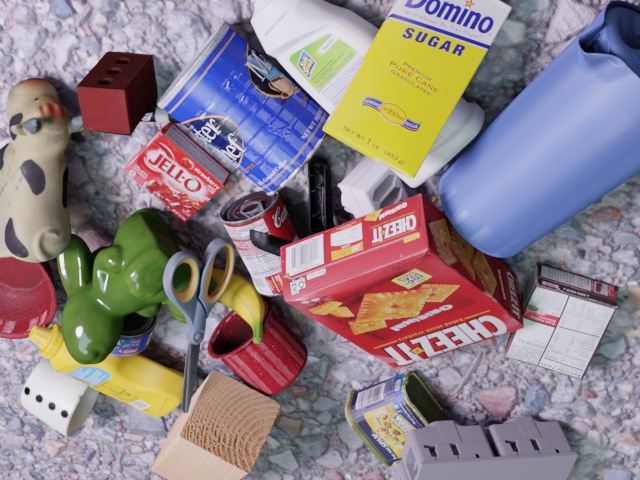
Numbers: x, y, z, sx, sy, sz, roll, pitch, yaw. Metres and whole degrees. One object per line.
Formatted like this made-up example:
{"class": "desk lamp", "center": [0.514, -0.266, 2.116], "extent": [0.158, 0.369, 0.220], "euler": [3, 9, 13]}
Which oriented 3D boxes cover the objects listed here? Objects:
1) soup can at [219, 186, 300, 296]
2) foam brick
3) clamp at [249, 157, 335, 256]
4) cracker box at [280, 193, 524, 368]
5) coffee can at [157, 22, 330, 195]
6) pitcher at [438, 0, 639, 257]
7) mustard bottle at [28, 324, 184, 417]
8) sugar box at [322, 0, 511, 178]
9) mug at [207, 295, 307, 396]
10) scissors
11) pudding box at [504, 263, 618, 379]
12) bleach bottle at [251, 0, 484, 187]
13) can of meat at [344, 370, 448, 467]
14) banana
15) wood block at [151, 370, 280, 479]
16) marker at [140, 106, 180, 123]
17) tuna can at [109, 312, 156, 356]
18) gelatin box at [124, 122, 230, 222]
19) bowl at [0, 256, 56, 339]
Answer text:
{"class": "soup can", "center": [-0.057, 0.001, 1.143], "extent": [0.069, 0.068, 0.102], "euler": [-11, 121, 23]}
{"class": "foam brick", "center": [-0.203, -0.149, 1.073], "extent": [0.053, 0.078, 0.051], "euler": [7, 128, 11]}
{"class": "clamp", "center": [0.000, -0.001, 1.124], "extent": [0.039, 0.120, 0.171], "euler": [23, 160, 42]}
{"class": "cracker box", "center": [0.086, 0.050, 1.078], "extent": [0.164, 0.072, 0.213], "euler": [-21, 145, 27]}
{"class": "coffee can", "center": [-0.072, -0.126, 1.034], "extent": [0.140, 0.102, 0.103], "euler": [39, 126, -13]}
{"class": "pitcher", "center": [0.230, -0.087, 0.970], "extent": [0.149, 0.144, 0.243], "euler": [45, 129, -2]}
{"class": "mustard bottle", "center": [-0.261, 0.150, 1.284], "extent": [0.191, 0.058, 0.096], "euler": [30, 152, -24]}
{"class": "sugar box", "center": [0.085, -0.152, 0.948], "extent": [0.093, 0.048, 0.176], "euler": [29, 92, -6]}
{"class": "mug", "center": [-0.075, 0.124, 1.233], "extent": [0.081, 0.093, 0.117], "euler": [49, 154, -25]}
{"class": "scissors", "center": [-0.144, 0.091, 1.126], "extent": [0.016, 0.096, 0.202], "euler": [27, 100, 40]}
{"class": "pudding box", "center": [0.254, 0.088, 1.134], "extent": [0.090, 0.039, 0.114], "euler": [16, 130, 3]}
{"class": "bleach bottle", "center": [0.031, -0.167, 1.002], "extent": [0.250, 0.068, 0.103], "euler": [42, 117, -11]}
{"class": "can of meat", "center": [0.092, 0.209, 1.256], "extent": [0.084, 0.057, 0.102], "euler": [-26, 115, 27]}
{"class": "banana", "center": [-0.134, 0.061, 1.206], "extent": [0.198, 0.069, 0.037], "euler": [12, 145, 33]}
{"class": "wood block", "center": [-0.128, 0.237, 1.270], "extent": [0.091, 0.090, 0.206], "euler": [28, 153, -5]}
{"class": "marker", "center": [-0.187, -0.132, 1.116], "extent": [0.121, 0.020, 0.020], "euler": [4, 125, 14]}
{"class": "tuna can", "center": [-0.236, 0.093, 1.251], "extent": [0.086, 0.086, 0.034], "euler": [25, 126, -2]}
{"class": "gelatin box", "center": [-0.154, -0.072, 1.142], "extent": [0.089, 0.030, 0.073], "euler": [41, 125, -14]}
{"class": "bowl", "center": [-0.380, 0.039, 1.272], "extent": [0.162, 0.055, 0.162], "euler": [8, 126, 11]}
